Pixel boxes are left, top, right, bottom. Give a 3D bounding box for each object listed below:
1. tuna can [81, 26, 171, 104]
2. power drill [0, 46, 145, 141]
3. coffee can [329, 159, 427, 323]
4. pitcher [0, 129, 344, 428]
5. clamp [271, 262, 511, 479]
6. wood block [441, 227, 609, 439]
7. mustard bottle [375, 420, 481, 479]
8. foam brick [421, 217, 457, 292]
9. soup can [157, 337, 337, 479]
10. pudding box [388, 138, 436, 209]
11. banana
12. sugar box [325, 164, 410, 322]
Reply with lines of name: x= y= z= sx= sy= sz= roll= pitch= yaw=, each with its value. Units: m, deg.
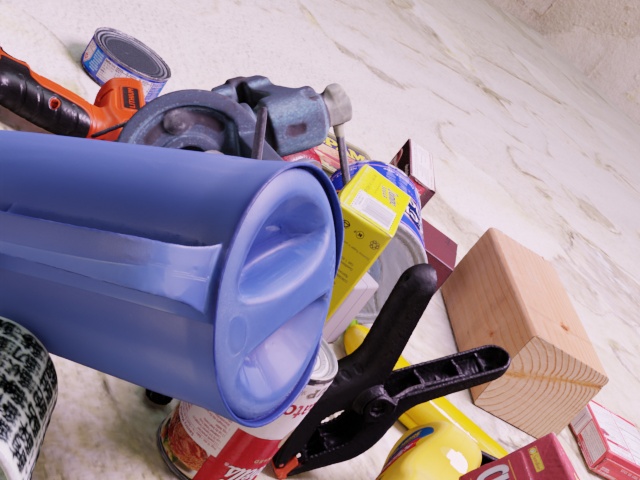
tuna can: x=-0.193 y=-0.173 z=1.059 sx=0.086 sy=0.034 sz=0.086 roll=31 pitch=23 yaw=-15
power drill: x=-0.241 y=-0.137 z=0.888 sx=0.187 sy=0.057 sz=0.184 roll=22 pitch=30 yaw=-26
coffee can: x=0.044 y=-0.002 z=0.975 sx=0.102 sy=0.103 sz=0.140 roll=32 pitch=22 yaw=-11
pitcher: x=-0.122 y=0.004 z=0.565 sx=0.243 sy=0.149 sz=0.144 roll=11 pitch=44 yaw=25
clamp: x=0.031 y=0.087 z=0.681 sx=0.120 sy=0.171 sz=0.039 roll=57 pitch=1 yaw=-35
wood block: x=0.192 y=0.085 z=1.039 sx=0.090 sy=0.090 sz=0.206 roll=30 pitch=22 yaw=-17
mustard bottle: x=0.057 y=0.163 z=0.671 sx=0.058 sy=0.096 sz=0.191 roll=39 pitch=22 yaw=9
foam brick: x=0.103 y=0.020 z=1.088 sx=0.053 sy=0.051 sz=0.078 roll=36 pitch=22 yaw=-3
soup can: x=-0.044 y=0.096 z=0.646 sx=0.068 sy=0.102 sz=0.068 roll=31 pitch=22 yaw=-14
pudding box: x=0.082 y=-0.050 z=1.145 sx=0.039 sy=0.090 sz=0.113 roll=32 pitch=23 yaw=-13
banana: x=0.083 y=0.128 z=0.859 sx=0.198 sy=0.037 sz=0.069 roll=44 pitch=23 yaw=19
sugar box: x=-0.011 y=0.038 z=0.713 sx=0.048 sy=0.176 sz=0.093 roll=35 pitch=22 yaw=1
